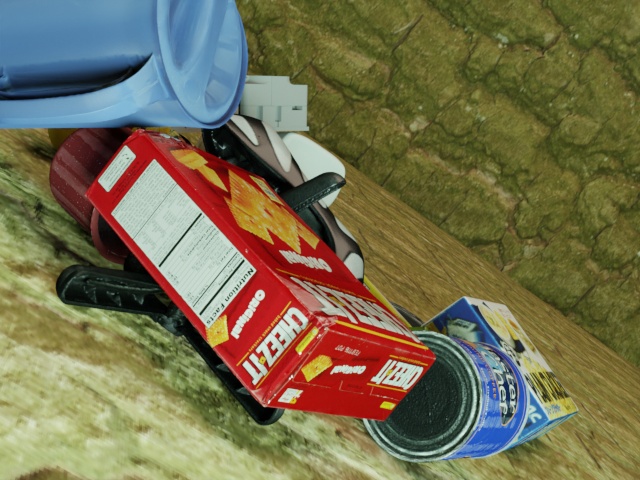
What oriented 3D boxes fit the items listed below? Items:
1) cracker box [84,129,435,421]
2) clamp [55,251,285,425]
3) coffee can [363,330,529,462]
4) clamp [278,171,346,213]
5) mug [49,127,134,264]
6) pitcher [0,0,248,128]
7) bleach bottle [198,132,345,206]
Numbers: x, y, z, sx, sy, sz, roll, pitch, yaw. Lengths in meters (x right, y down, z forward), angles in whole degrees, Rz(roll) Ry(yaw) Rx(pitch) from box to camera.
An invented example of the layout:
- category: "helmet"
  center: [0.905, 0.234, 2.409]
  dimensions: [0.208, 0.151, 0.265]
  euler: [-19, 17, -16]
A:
- category: "cracker box"
  center: [-0.039, 0.024, 0.739]
  dimensions: [0.214, 0.072, 0.164]
  euler: [45, 12, 30]
- category: "clamp"
  center: [-0.091, 0.052, 0.748]
  dimensions: [0.164, 0.036, 0.210]
  euler: [36, 8, -5]
- category: "coffee can"
  center: [0.106, 0.131, 0.886]
  dimensions: [0.103, 0.103, 0.140]
  euler: [41, 9, 26]
- category: "clamp"
  center: [-0.055, -0.013, 0.933]
  dimensions: [0.172, 0.120, 0.039]
  euler: [14, -4, 16]
- category: "mug"
  center: [-0.151, -0.035, 0.831]
  dimensions: [0.082, 0.093, 0.117]
  euler: [37, -10, 38]
- category: "pitcher"
  center: [-0.188, -0.137, 0.780]
  dimensions: [0.243, 0.145, 0.149]
  euler: [-2, -9, 22]
- category: "bleach bottle"
  center: [-0.079, -0.092, 1.319]
  dimensions: [0.102, 0.068, 0.251]
  euler: [34, -12, -30]
